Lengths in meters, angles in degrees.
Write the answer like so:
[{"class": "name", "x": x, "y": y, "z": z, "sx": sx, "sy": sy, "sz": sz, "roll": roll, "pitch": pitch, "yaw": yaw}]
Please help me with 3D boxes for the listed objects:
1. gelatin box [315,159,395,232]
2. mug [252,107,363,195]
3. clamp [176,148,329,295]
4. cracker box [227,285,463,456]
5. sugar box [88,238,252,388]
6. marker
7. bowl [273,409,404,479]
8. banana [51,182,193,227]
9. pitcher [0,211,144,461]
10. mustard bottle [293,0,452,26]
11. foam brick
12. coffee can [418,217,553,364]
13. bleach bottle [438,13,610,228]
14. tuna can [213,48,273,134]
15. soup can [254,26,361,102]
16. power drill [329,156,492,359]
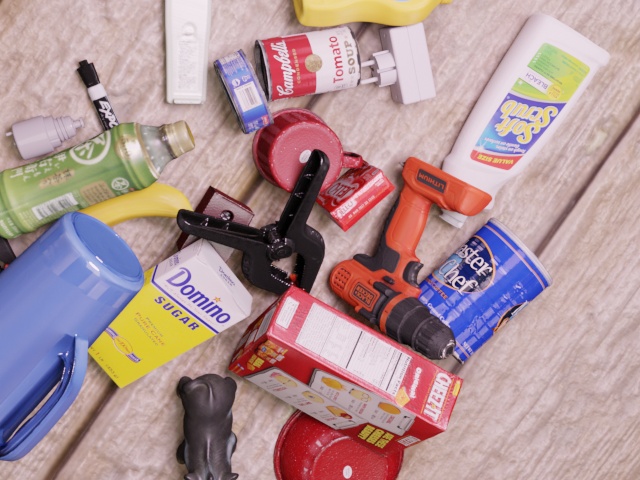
[{"class": "gelatin box", "x": 0.036, "y": -0.051, "z": 1.170, "sx": 0.073, "sy": 0.089, "sz": 0.030, "roll": -40, "pitch": 107, "yaw": -1}, {"class": "mug", "x": -0.011, "y": -0.092, "z": 1.155, "sx": 0.117, "sy": 0.081, "sz": 0.093, "roll": 9, "pitch": 100, "yaw": -14}, {"class": "clamp", "x": -0.057, "y": 0.001, "z": 1.133, "sx": 0.164, "sy": 0.036, "sz": 0.210, "roll": -19, "pitch": 142, "yaw": -6}, {"class": "cracker box", "x": 0.023, "y": 0.144, "z": 1.155, "sx": 0.213, "sy": 0.164, "sz": 0.072, "roll": 29, "pitch": 63, "yaw": -7}, {"class": "sugar box", "x": -0.171, "y": 0.080, "z": 1.150, "sx": 0.176, "sy": 0.048, "sz": 0.093, "roll": -30, "pitch": 113, "yaw": 18}, {"class": "marker", "x": -0.227, "y": -0.134, "z": 1.133, "sx": 0.020, "sy": 0.020, "sz": 0.121, "roll": -24, "pitch": 106, "yaw": -6}, {"class": "bowl", "x": 0.028, "y": 0.263, "z": 1.258, "sx": 0.162, "sy": 0.055, "sz": 0.162, "roll": -2, "pitch": 102, "yaw": -11}, {"class": "banana", "x": -0.222, "y": -0.021, "z": 1.137, "sx": 0.198, "sy": 0.037, "sz": 0.069, "roll": -15, "pitch": 63, "yaw": 6}, {"class": "pitcher", "x": -0.290, "y": 0.095, "z": 1.083, "sx": 0.149, "sy": 0.145, "sz": 0.243, "roll": 44, "pitch": 102, "yaw": -11}, {"class": "mustard bottle", "x": 0.067, "y": -0.272, "z": 1.132, "sx": 0.191, "sy": 0.058, "sz": 0.096, "roll": -2, "pitch": 60, "yaw": -12}, {"class": "foam brick", "x": -0.116, "y": -0.012, "z": 1.167, "sx": 0.053, "sy": 0.051, "sz": 0.078, "roll": 29, "pitch": 95, "yaw": -16}, {"class": "coffee can", "x": 0.179, "y": 0.057, "z": 1.218, "sx": 0.140, "sy": 0.103, "sz": 0.102, "roll": -42, "pitch": 107, "yaw": 0}, {"class": "bleach bottle", "x": 0.217, "y": -0.124, "z": 1.207, "sx": 0.102, "sy": 0.068, "sz": 0.251, "roll": 28, "pitch": 98, "yaw": -14}, {"class": "tuna can", "x": -0.081, "y": -0.156, "z": 1.124, "sx": 0.033, "sy": 0.086, "sz": 0.086, "roll": -24, "pitch": 106, "yaw": -4}, {"class": "soup can", "x": -0.014, "y": -0.189, "z": 1.141, "sx": 0.102, "sy": 0.068, "sz": 0.068, "roll": -11, "pitch": 104, "yaw": -10}, {"class": "power drill", "x": 0.108, "y": 0.016, "z": 1.156, "sx": 0.057, "sy": 0.185, "sz": 0.188, "roll": 21, "pitch": 100, "yaw": -49}]
